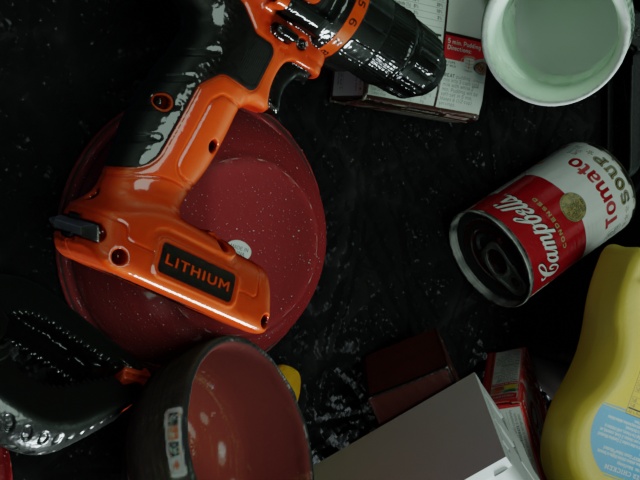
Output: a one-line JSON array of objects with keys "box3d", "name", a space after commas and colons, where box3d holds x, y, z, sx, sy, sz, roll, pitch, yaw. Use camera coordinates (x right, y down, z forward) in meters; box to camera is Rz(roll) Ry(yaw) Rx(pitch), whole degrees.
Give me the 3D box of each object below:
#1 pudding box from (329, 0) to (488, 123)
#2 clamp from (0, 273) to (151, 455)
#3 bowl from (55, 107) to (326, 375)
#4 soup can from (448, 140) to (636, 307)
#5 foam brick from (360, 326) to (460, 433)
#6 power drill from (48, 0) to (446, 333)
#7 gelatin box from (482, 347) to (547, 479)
[{"box3d": [0.057, -0.130, 0.627, 0.089, 0.039, 0.113, 5, 90, -32], "name": "pudding box"}, {"box3d": [-0.166, 0.038, 0.480, 0.036, 0.165, 0.209, -40, 145, 23], "name": "clamp"}, {"box3d": [-0.054, 0.001, 0.563, 0.161, 0.055, 0.162, -4, 98, -31], "name": "bowl"}, {"box3d": [0.141, -0.012, 0.675, 0.102, 0.069, 0.068, -32, 111, -26], "name": "soup can"}, {"box3d": [0.063, 0.103, 0.637, 0.051, 0.053, 0.078, -22, 111, 6], "name": "foam brick"}, {"box3d": [-0.031, -0.056, 0.504, 0.184, 0.057, 0.187, 25, 80, -35], "name": "power drill"}, {"box3d": [0.128, 0.124, 0.680, 0.073, 0.030, 0.089, -58, 132, -64], "name": "gelatin box"}]
